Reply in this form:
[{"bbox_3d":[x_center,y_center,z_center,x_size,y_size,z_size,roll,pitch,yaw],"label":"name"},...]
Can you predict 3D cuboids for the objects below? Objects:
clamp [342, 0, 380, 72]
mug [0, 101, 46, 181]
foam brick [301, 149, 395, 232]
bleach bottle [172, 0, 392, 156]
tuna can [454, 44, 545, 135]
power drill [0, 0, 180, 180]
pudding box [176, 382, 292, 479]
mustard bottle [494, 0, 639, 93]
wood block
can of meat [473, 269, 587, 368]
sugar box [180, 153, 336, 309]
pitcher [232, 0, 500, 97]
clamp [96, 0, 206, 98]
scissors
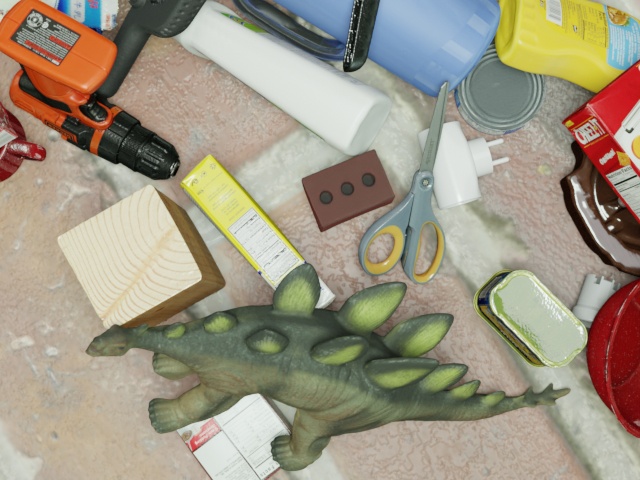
[{"bbox_3d":[0.028,-0.243,0.903,0.120,0.039,0.171,35,83,-24],"label":"clamp"},{"bbox_3d":[-0.321,-0.095,1.025,0.117,0.081,0.093,10,86,2],"label":"mug"},{"bbox_3d":[0.026,-0.048,1.032,0.078,0.051,0.053,-23,86,-1],"label":"foam brick"},{"bbox_3d":[-0.057,-0.173,1.028,0.251,0.102,0.068,33,100,11],"label":"bleach bottle"},{"bbox_3d":[0.175,-0.147,1.045,0.086,0.034,0.086,0,86,1],"label":"tuna can"},{"bbox_3d":[-0.215,-0.131,0.975,0.184,0.188,0.057,28,72,5],"label":"power drill"},{"bbox_3d":[-0.082,0.182,1.025,0.090,0.039,0.113,-37,88,-2],"label":"pudding box"},{"bbox_3d":[0.263,-0.185,1.020,0.191,0.058,0.096,15,54,-13],"label":"mustard bottle"},{"bbox_3d":[-0.151,0.021,0.953,0.091,0.206,0.090,-29,87,-2],"label":"wood block"},{"bbox_3d":[0.198,0.073,1.005,0.057,0.084,0.102,-45,87,-2],"label":"can of meat"},{"bbox_3d":[-0.056,0.001,1.010,0.048,0.093,0.176,-44,88,-2],"label":"sugar box"},{"bbox_3d":[0.038,-0.235,0.999,0.242,0.149,0.145,33,89,-11],"label":"pitcher"},{"bbox_3d":[-0.162,-0.219,0.996,0.036,0.210,0.164,0,93,-41],"label":"clamp"},{"bbox_3d":[0.078,-0.045,0.995,0.096,0.016,0.202,-12,119,-14],"label":"scissors"}]
